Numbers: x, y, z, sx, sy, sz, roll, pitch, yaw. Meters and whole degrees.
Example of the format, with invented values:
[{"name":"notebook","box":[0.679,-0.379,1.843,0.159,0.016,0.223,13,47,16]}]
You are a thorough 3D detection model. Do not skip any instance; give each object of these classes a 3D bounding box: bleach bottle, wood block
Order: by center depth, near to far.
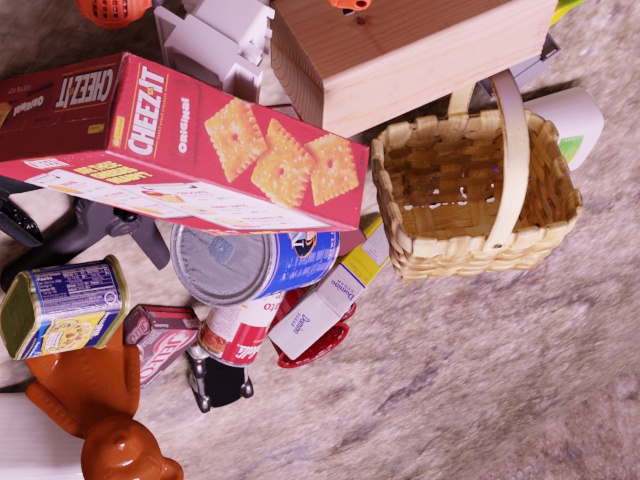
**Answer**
[{"name":"wood block","box":[0.072,-0.167,0.842,0.206,0.091,0.090,-24,155,-13]},{"name":"bleach bottle","box":[0.179,-0.095,1.145,0.250,0.068,0.103,-17,153,-23]}]

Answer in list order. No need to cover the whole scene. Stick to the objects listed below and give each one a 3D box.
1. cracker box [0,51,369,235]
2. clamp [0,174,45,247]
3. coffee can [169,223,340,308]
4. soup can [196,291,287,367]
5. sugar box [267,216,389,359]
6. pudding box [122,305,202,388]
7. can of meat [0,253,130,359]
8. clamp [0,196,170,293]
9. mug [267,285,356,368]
[{"name":"cracker box","box":[-0.098,-0.059,0.740,0.213,0.072,0.164,17,167,-42]},{"name":"clamp","box":[-0.238,-0.044,0.790,0.120,0.039,0.171,-41,154,20]},{"name":"coffee can","box":[-0.056,0.001,0.972,0.103,0.103,0.140,-41,168,23]},{"name":"soup can","box":[-0.081,0.073,1.130,0.068,0.069,0.102,1,121,-50]},{"name":"sugar box","box":[0.019,0.049,1.164,0.093,0.048,0.176,-44,179,38]},{"name":"pudding box","box":[-0.193,0.117,1.157,0.114,0.039,0.089,-41,155,23]},{"name":"can of meat","box":[-0.223,0.060,0.918,0.083,0.057,0.102,-9,156,-35]},{"name":"clamp","box":[-0.167,-0.022,0.918,0.164,0.036,0.210,-7,150,-43]},{"name":"mug","box":[-0.015,0.085,1.245,0.117,0.081,0.093,-27,156,-8]}]
